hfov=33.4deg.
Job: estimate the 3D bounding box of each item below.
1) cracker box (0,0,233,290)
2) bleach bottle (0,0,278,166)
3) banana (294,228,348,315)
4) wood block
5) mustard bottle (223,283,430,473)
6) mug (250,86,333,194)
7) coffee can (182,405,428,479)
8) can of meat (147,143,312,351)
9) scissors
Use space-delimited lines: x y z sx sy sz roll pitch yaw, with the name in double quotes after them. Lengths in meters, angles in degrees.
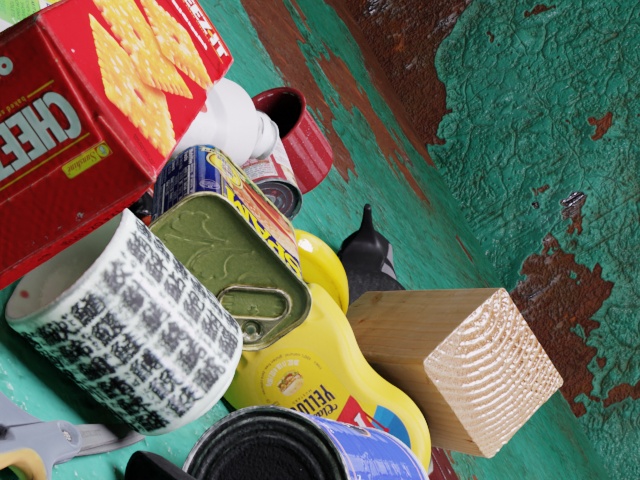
-0.129 -0.038 0.440 0.072 0.164 0.213 56 13 -15 "cracker box"
-0.128 -0.100 0.639 0.250 0.068 0.102 17 39 -43 "bleach bottle"
-0.009 0.037 0.834 0.070 0.037 0.198 26 -23 22 "banana"
0.079 0.099 0.846 0.091 0.090 0.206 55 -23 -13 "wood block"
0.017 0.129 0.718 0.191 0.096 0.058 52 12 -4 "mustard bottle"
-0.042 -0.088 1.096 0.081 0.093 0.117 53 44 -42 "mug"
-0.004 0.152 0.607 0.103 0.103 0.140 64 14 24 "coffee can"
-0.054 0.001 0.619 0.102 0.057 0.084 48 13 -24 "can of meat"
-0.134 0.078 0.487 0.096 0.016 0.201 53 7 -1 "scissors"
